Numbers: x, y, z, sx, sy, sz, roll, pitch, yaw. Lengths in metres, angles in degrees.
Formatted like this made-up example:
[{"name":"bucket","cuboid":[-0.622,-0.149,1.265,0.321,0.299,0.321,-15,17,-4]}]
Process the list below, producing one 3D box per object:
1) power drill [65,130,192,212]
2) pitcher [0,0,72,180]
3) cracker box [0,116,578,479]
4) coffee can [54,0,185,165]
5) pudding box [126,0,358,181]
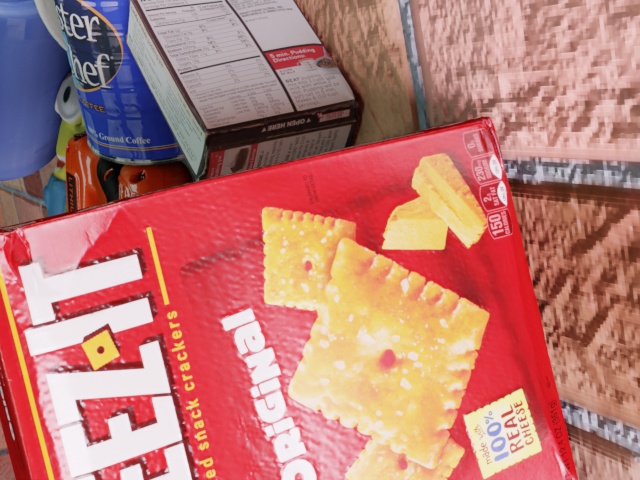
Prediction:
[{"name":"power drill","cuboid":[-0.132,0.010,0.749,0.188,0.057,0.184,-138,49,-57]},{"name":"pitcher","cuboid":[-0.260,-0.149,0.844,0.243,0.144,0.149,128,134,-60]},{"name":"cracker box","cuboid":[-0.015,0.051,0.424,0.072,0.213,0.164,-4,100,68]},{"name":"coffee can","cuboid":[-0.106,-0.131,0.648,0.103,0.102,0.140,45,149,51]},{"name":"pudding box","cuboid":[-0.043,-0.089,0.568,0.113,0.089,0.039,60,153,33]}]
